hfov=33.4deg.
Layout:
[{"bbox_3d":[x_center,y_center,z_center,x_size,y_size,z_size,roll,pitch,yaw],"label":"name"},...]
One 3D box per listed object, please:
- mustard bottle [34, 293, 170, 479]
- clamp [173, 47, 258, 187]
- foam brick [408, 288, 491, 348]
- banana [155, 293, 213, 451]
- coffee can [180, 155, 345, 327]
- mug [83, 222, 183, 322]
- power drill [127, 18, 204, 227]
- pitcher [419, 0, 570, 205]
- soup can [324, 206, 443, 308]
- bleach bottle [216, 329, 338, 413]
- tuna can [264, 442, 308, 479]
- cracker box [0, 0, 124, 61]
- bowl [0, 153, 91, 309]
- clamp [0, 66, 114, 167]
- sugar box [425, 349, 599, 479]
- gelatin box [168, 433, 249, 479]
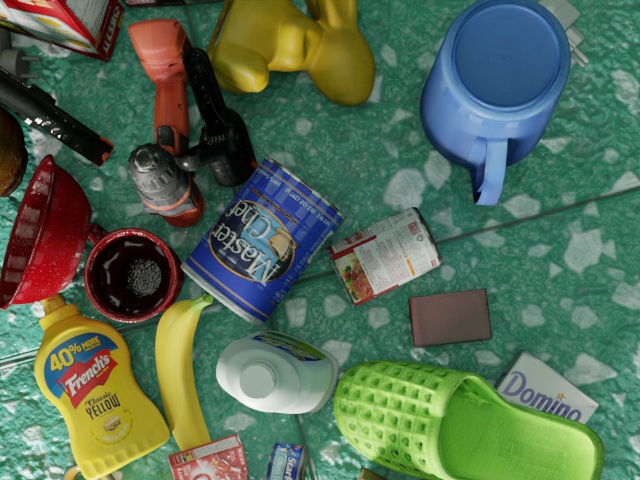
[{"bbox_3d":[-0.235,0.139,1.088,0.096,0.058,0.191,-27,84,-12],"label":"mustard bottle"},{"bbox_3d":[-0.101,-0.093,1.037,0.039,0.171,0.120,1,64,20],"label":"clamp"},{"bbox_3d":[0.129,0.078,1.078,0.078,0.053,0.051,-7,86,1],"label":"foam brick"},{"bbox_3d":[-0.137,0.142,1.077,0.037,0.070,0.198,-15,112,-38],"label":"banana"},{"bbox_3d":[-0.057,0.001,1.066,0.103,0.103,0.140,37,89,4],"label":"coffee can"},{"bbox_3d":[-0.193,0.028,1.082,0.117,0.081,0.093,43,89,4],"label":"mug"},{"bbox_3d":[-0.155,-0.117,1.049,0.057,0.184,0.187,-3,77,2],"label":"power drill"},{"bbox_3d":[0.162,-0.134,0.994,0.145,0.243,0.149,-42,85,1],"label":"pitcher"},{"bbox_3d":[0.064,0.016,1.077,0.102,0.068,0.068,-26,86,0],"label":"soup can"},{"bbox_3d":[-0.038,0.126,0.983,0.102,0.251,0.068,24,88,4],"label":"bleach bottle"},{"bbox_3d":[-0.036,0.245,1.058,0.034,0.086,0.086,8,87,5],"label":"tuna can"},{"bbox_3d":[-0.295,-0.255,1.039,0.164,0.213,0.072,18,86,3],"label":"cracker box"},{"bbox_3d":[-0.271,-0.002,1.068,0.055,0.162,0.162,18,87,-23],"label":"bowl"},{"bbox_3d":[-0.294,-0.140,1.065,0.165,0.209,0.036,36,89,41],"label":"clamp"},{"bbox_3d":[0.189,0.206,1.070,0.093,0.048,0.176,35,90,6],"label":"sugar box"},{"bbox_3d":[-0.106,0.247,1.067,0.073,0.030,0.089,-15,111,-12],"label":"gelatin box"}]
